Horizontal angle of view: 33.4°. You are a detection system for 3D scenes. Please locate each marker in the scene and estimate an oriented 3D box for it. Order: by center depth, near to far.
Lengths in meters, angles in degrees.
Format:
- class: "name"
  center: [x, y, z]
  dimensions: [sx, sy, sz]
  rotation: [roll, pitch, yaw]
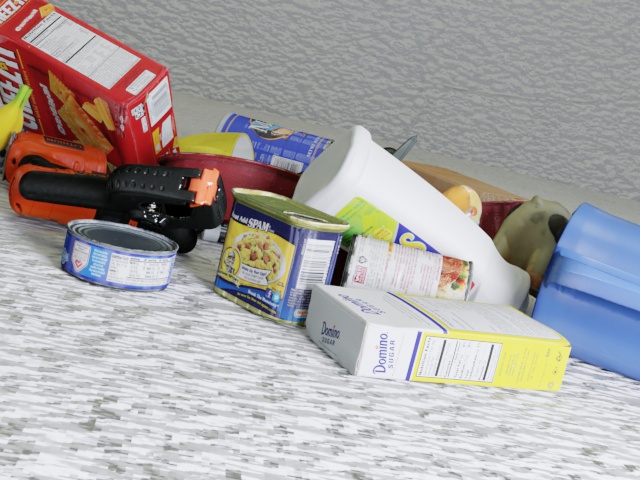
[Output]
- class: "marker"
  center: [-0.057, 0.001, 1.055]
  dimensions: [0.121, 0.020, 0.020]
  rotation: [11, 10, -14]

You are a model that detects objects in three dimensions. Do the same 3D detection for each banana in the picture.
- class: "banana"
  center: [-0.381, -0.110, 1.077]
  dimensions: [0.198, 0.069, 0.037]
  rotation: [-5, -18, 8]

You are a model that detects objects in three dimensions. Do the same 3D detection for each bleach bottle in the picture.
- class: "bleach bottle"
  center: [0.100, 0.004, 0.937]
  dimensions: [0.250, 0.068, 0.103]
  rotation: [32, -39, -18]

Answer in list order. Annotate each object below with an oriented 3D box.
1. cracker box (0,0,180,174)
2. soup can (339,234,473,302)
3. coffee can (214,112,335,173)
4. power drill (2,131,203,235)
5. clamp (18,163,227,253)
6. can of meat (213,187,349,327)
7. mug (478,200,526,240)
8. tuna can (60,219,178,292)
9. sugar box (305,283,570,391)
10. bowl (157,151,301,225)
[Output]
- class: "cracker box"
  center: [-0.255, -0.153, 1.135]
  dimensions: [0.214, 0.072, 0.164]
  rotation: [30, -30, 18]
- class: "soup can"
  center: [0.068, 0.038, 0.883]
  dimensions: [0.102, 0.068, 0.068]
  rotation: [14, 10, 2]
- class: "coffee can"
  center: [-0.062, -0.096, 1.350]
  dimensions: [0.140, 0.103, 0.102]
  rotation: [16, 10, 10]
- class: "power drill"
  center: [-0.217, -0.051, 1.018]
  dimensions: [0.184, 0.057, 0.188]
  rotation: [12, 8, -30]
- class: "clamp"
  center: [-0.128, -0.027, 0.855]
  dimensions: [0.164, 0.036, 0.210]
  rotation: [22, -16, -36]
- class: "can of meat"
  center: [-0.033, 0.013, 0.833]
  dimensions: [0.057, 0.084, 0.102]
  rotation: [4, 14, -45]
- class: "mug"
  center: [0.169, 0.003, 1.146]
  dimensions: [0.093, 0.081, 0.117]
  rotation: [0, -3, -40]
- class: "tuna can"
  center: [-0.155, 0.012, 0.819]
  dimensions: [0.086, 0.034, 0.086]
  rotation: [14, 10, -3]
- class: "sugar box"
  center: [0.086, 0.072, 0.786]
  dimensions: [0.176, 0.048, 0.093]
  rotation: [5, 13, -25]
- class: "bowl"
  center: [-0.088, -0.041, 1.072]
  dimensions: [0.162, 0.055, 0.162]
  rotation: [9, -8, 1]
